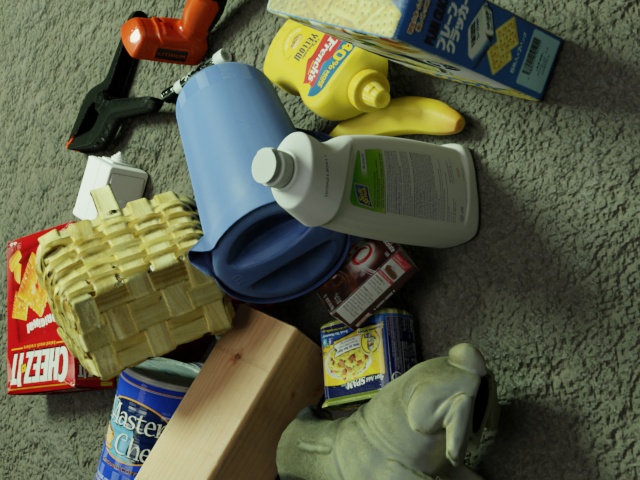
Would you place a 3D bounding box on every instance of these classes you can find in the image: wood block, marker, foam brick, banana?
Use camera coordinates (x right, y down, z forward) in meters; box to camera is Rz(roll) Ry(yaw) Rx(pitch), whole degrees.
[{"bbox_3d":[-0.082,0.181,1.074,0.091,0.090,0.206,20,74,42],"label":"wood block"},{"bbox_3d":[-0.154,-0.199,1.303,0.121,0.020,0.020,-26,66,39],"label":"marker"},{"bbox_3d":[-0.174,0.109,1.236,0.053,0.078,0.051,-54,51,21],"label":"foam brick"},{"bbox_3d":[0.061,-0.106,1.072,0.198,0.037,0.069,-24,73,39],"label":"banana"}]

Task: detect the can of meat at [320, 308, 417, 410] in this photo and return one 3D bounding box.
[{"bbox_3d":[0.047,0.117,1.037,0.102,0.057,0.084,-18,69,40],"label":"can of meat"}]

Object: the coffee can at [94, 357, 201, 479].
[{"bbox_3d":[-0.181,0.207,1.160,0.103,0.102,0.140,20,98,44],"label":"coffee can"}]

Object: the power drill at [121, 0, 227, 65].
[{"bbox_3d":[-0.156,-0.283,1.218,0.188,0.184,0.057,-45,55,41],"label":"power drill"}]

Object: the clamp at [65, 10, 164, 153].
[{"bbox_3d":[-0.274,-0.191,1.404,0.210,0.036,0.164,-35,52,40],"label":"clamp"}]

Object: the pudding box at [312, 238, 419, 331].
[{"bbox_3d":[0.035,0.024,1.032,0.090,0.039,0.114,-45,32,6],"label":"pudding box"}]

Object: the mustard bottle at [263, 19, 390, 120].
[{"bbox_3d":[0.016,-0.173,1.080,0.096,0.058,0.192,-51,38,4],"label":"mustard bottle"}]

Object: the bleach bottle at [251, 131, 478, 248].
[{"bbox_3d":[0.040,-0.053,0.934,0.068,0.250,0.102,-18,72,41],"label":"bleach bottle"}]

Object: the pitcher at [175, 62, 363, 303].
[{"bbox_3d":[-0.057,-0.068,1.049,0.145,0.149,0.243,-44,44,22],"label":"pitcher"}]

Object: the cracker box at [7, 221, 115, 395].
[{"bbox_3d":[-0.347,0.093,1.408,0.164,0.071,0.214,-12,76,43],"label":"cracker box"}]
